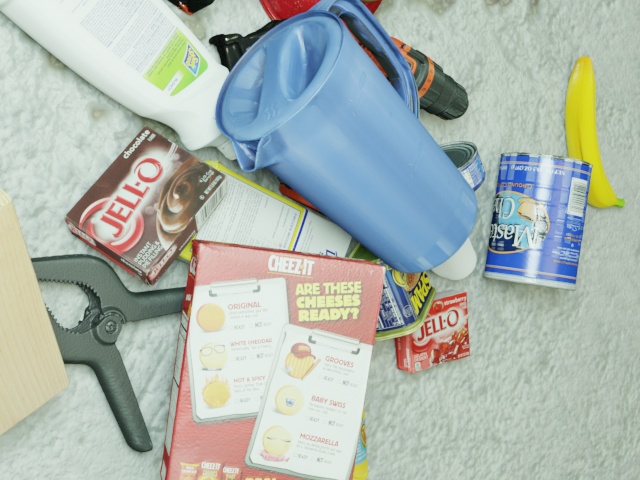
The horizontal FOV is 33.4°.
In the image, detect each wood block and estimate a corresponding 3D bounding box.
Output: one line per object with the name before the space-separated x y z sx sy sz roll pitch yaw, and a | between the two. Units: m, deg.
wood block | -0.259 0.045 0.769 0.090 0.090 0.206 -36 146 -28

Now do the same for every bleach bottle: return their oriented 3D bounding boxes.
bleach bottle | -0.155 -0.152 0.892 0.250 0.068 0.102 44 67 -28

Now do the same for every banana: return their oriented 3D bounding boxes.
banana | 0.320 -0.118 1.278 0.069 0.037 0.198 -38 118 -47

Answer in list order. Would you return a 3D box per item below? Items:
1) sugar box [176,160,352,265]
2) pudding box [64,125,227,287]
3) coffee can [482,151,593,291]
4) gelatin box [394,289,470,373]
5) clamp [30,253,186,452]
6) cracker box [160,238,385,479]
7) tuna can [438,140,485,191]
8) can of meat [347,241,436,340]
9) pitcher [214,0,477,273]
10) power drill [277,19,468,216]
sugar box | -0.057 0.001 1.002 0.176 0.048 0.093 28 78 -39
pudding box | -0.146 -0.030 0.906 0.113 0.090 0.039 -52 166 -23
coffee can | 0.241 -0.020 1.183 0.102 0.103 0.140 9 89 -37
gelatin box | 0.120 0.097 1.150 0.089 0.030 0.073 -11 100 -36
clamp | -0.188 0.083 0.917 0.209 0.036 0.164 28 76 -37
cracker box | -0.044 0.114 0.926 0.164 0.072 0.214 7 93 -14
tuna can | 0.126 -0.068 1.105 0.086 0.086 0.033 -38 117 -28
can of meat | 0.070 0.038 1.074 0.084 0.058 0.102 67 25 -17
pitcher | 0.038 -0.084 0.934 0.149 0.145 0.242 -38 128 14
power drill | 0.052 -0.104 1.047 0.184 0.057 0.187 24 89 -36
